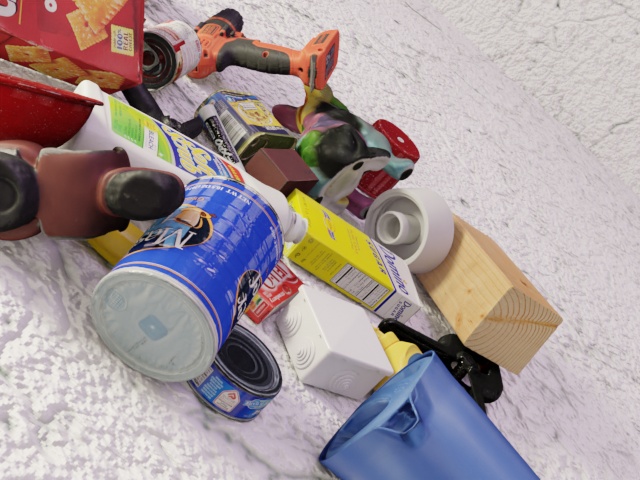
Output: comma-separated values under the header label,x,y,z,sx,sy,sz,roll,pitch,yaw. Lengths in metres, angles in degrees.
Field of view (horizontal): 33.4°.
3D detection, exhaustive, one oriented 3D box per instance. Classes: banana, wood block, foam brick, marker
label,x,y,z,sx,sy,sz,roll,pitch,yaw
banana,-0.141,0.016,0.926,0.197,0.037,0.069,37,25,-16
wood block,0.197,0.059,1.307,0.090,0.090,0.206,31,14,-26
foam brick,-0.049,-0.070,1.222,0.053,0.051,0.078,51,23,16
marker,-0.103,-0.098,1.196,0.020,0.020,0.121,2,57,-59

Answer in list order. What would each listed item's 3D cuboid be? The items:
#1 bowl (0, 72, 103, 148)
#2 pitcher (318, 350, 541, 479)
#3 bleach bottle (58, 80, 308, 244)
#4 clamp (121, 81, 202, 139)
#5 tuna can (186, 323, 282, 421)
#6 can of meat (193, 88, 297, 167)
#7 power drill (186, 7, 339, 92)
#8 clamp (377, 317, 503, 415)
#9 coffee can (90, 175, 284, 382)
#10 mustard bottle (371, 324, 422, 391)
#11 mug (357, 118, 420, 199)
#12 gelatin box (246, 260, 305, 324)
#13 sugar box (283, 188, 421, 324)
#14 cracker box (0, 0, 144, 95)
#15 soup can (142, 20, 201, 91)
label,x,y,z,sx,sy,sz,roll,pitch,yaw
bowl,-0.262,-0.108,0.871,0.162,0.055,0.162,15,5,-2
pitcher,0.123,0.222,0.905,0.243,0.145,0.149,47,34,0
bleach bottle,-0.124,-0.059,1.015,0.250,0.068,0.102,23,29,-27
clamp,-0.171,-0.120,1.120,0.120,0.039,0.171,34,20,-23
tuna can,-0.073,0.106,0.883,0.086,0.034,0.086,36,23,-18
can of meat,-0.089,-0.131,1.259,0.084,0.057,0.101,49,23,19
power drill,-0.073,-0.251,1.388,0.188,0.057,0.184,7,33,9
clamp,0.160,0.154,1.191,0.165,0.036,0.209,52,21,25
coffee can,-0.100,0.027,0.838,0.103,0.103,0.140,40,40,-7
mustard bottle,0.103,0.160,1.054,0.192,0.058,0.096,50,20,17
mug,0.076,-0.123,1.493,0.117,0.082,0.093,39,22,-11
gelatin box,-0.061,0.036,1.036,0.073,0.030,0.089,45,22,7
sugar box,0.032,0.020,1.204,0.176,0.048,0.093,30,25,-27
cracker box,-0.271,-0.253,1.053,0.213,0.072,0.164,17,69,-50
soup can,-0.183,-0.216,1.237,0.068,0.069,0.102,41,21,-5
